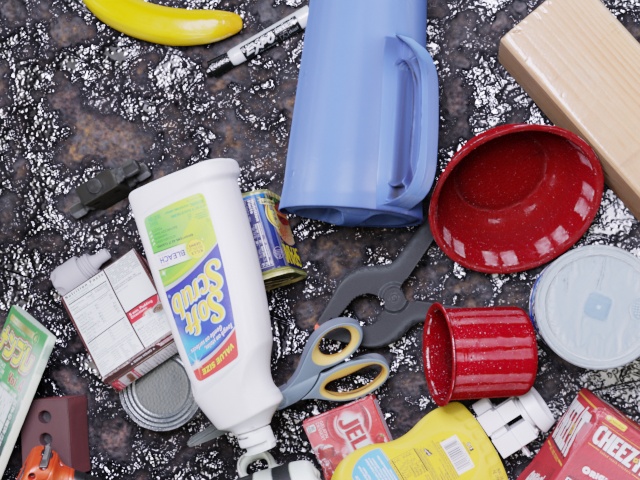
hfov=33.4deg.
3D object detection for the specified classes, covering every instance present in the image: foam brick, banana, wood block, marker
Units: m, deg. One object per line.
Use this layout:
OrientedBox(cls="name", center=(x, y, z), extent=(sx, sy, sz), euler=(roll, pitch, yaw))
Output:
OrientedBox(cls="foam brick", center=(-0.263, 0.194, 1.059), extent=(0.053, 0.051, 0.078), euler=(-5, 86, 9))
OrientedBox(cls="banana", center=(-0.176, -0.236, 1.076), extent=(0.198, 0.037, 0.069), euler=(28, 92, 10))
OrientedBox(cls="wood block", center=(0.263, -0.126, 0.972), extent=(0.091, 0.090, 0.206), euler=(-40, 81, 4))
OrientedBox(cls="marker", center=(-0.062, -0.197, 1.064), extent=(0.121, 0.020, 0.020), euler=(-28, 83, 7))

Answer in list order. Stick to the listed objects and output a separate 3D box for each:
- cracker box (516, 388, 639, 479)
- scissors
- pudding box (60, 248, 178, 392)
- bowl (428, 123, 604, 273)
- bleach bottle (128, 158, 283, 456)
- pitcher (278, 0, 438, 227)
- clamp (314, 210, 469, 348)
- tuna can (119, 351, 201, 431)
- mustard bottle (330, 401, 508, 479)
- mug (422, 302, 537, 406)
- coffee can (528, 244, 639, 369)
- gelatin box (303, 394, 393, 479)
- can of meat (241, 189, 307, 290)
OrientedBox(cls="cracker box", center=(0.199, 0.237, 0.925), extent=(0.072, 0.164, 0.214), euler=(35, 93, 7))
OrientedBox(cls="scissors", center=(-0.034, 0.129, 0.994), extent=(0.201, 0.016, 0.096), euler=(-13, 116, -7))
OrientedBox(cls="pudding box", center=(-0.190, 0.076, 1.037), extent=(0.090, 0.039, 0.114), euler=(-35, 57, 0))
OrientedBox(cls="bowl", center=(0.172, -0.048, 0.976), extent=(0.162, 0.055, 0.162), euler=(-5, 127, -7))
OrientedBox(cls="bleach bottle", center=(-0.084, 0.062, 0.934), extent=(0.103, 0.068, 0.251), euler=(-20, 86, 22))
OrientedBox(cls="pitcher", center=(0.044, -0.135, 0.985), extent=(0.149, 0.145, 0.243), euler=(4, 85, 12))
OrientedBox(cls="clamp", center=(0.080, 0.060, 1.018), extent=(0.171, 0.039, 0.120), euler=(-33, 79, 6))
OrientedBox(cls="tuna can", center=(-0.153, 0.143, 1.053), extent=(0.086, 0.033, 0.086), euler=(-1, 87, 9))
OrientedBox(cls="mustard bottle", center=(0.067, 0.226, 0.961), extent=(0.191, 0.058, 0.096), euler=(-23, 70, -19))
OrientedBox(cls="mug", center=(0.142, 0.108, 0.971), extent=(0.081, 0.117, 0.093), euler=(-1, 57, -11))
OrientedBox(cls="coffee can", center=(0.238, 0.058, 0.940), extent=(0.103, 0.140, 0.103), euler=(-1, 87, 9))
OrientedBox(cls="gelatin box", center=(0.033, 0.201, 1.021), extent=(0.073, 0.030, 0.089), euler=(-22, 84, 6))
OrientedBox(cls="can of meat", center=(-0.057, 0.001, 1.012), extent=(0.057, 0.102, 0.084), euler=(-18, 82, 8))
